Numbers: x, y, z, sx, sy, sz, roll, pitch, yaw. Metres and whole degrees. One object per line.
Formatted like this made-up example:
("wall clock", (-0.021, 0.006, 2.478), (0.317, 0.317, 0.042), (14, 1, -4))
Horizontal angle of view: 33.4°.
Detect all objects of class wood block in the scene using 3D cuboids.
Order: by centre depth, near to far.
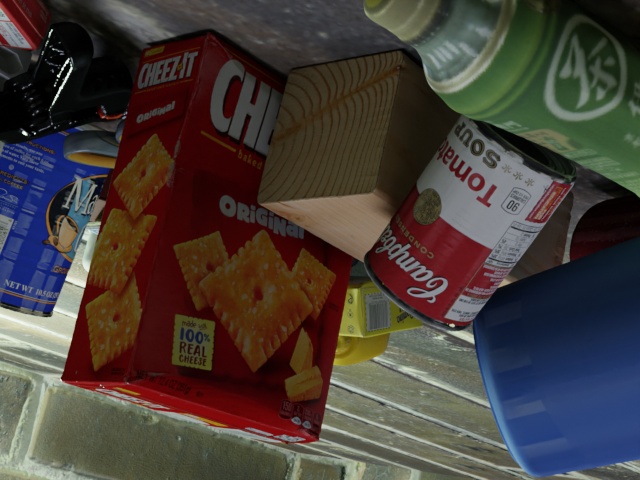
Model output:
("wood block", (0.068, -0.028, 0.679), (0.091, 0.090, 0.205), (-2, 158, 42))

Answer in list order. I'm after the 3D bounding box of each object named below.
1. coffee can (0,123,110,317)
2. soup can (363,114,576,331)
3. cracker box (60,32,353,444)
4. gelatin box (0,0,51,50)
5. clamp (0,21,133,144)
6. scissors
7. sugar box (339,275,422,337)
("coffee can", (-0.216, -0.028, 0.770), (0.103, 0.140, 0.103), (21, 179, 0))
("soup can", (0.078, -0.012, 0.557), (0.068, 0.102, 0.068), (28, -157, -13))
("cracker box", (-0.053, 0.005, 0.662), (0.072, 0.213, 0.164), (-4, 158, 42))
("gelatin box", (-0.209, -0.143, 0.609), (0.089, 0.030, 0.073), (9, 163, 10))
("clamp", (-0.161, -0.085, 0.628), (0.165, 0.036, 0.209), (-21, -177, 23))
("scissors", (-0.076, -0.062, 0.744), (0.201, 0.016, 0.096), (2, 167, -32))
("sugar box", (-0.015, 0.051, 0.869), (0.177, 0.048, 0.093), (-2, 179, 35))
